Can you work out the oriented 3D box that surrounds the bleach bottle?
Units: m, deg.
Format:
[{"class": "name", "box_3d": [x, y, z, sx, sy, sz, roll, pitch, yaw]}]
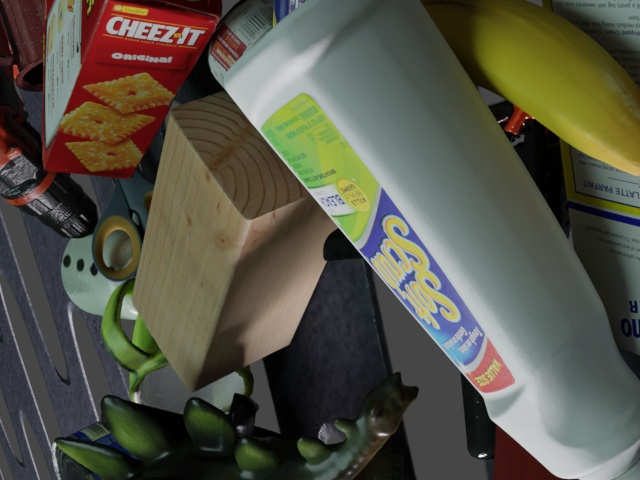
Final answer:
[{"class": "bleach bottle", "box_3d": [0.066, 0.010, 0.435, 0.251, 0.068, 0.103, 52, 161, -8]}]

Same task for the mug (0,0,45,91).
[{"class": "mug", "box_3d": [-0.211, -0.166, 0.812, 0.093, 0.117, 0.081, -28, 81, 61]}]

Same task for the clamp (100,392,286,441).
[{"class": "clamp", "box_3d": [-0.085, 0.150, 0.807, 0.120, 0.039, 0.171, 4, 153, 19]}]

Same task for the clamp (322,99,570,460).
[{"class": "clamp", "box_3d": [0.079, 0.011, 0.547, 0.165, 0.036, 0.210, 56, 146, 19]}]

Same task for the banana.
[{"class": "banana", "box_3d": [0.071, -0.070, 0.438, 0.069, 0.037, 0.198, 60, 168, -19]}]

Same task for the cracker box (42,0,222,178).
[{"class": "cracker box", "box_3d": [-0.123, -0.156, 0.670, 0.214, 0.072, 0.164, 138, 133, -58]}]

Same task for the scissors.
[{"class": "scissors", "box_3d": [-0.171, -0.048, 0.866, 0.202, 0.096, 0.016, 51, 178, 20]}]

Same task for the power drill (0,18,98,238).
[{"class": "power drill", "box_3d": [-0.245, -0.109, 0.869, 0.184, 0.057, 0.188, 52, -162, -46]}]

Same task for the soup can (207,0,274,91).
[{"class": "soup can", "box_3d": [-0.009, -0.085, 0.592, 0.102, 0.068, 0.069, 49, 145, 29]}]

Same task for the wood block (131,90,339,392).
[{"class": "wood block", "box_3d": [-0.055, 0.000, 0.701, 0.090, 0.090, 0.206, 53, 148, 22]}]
